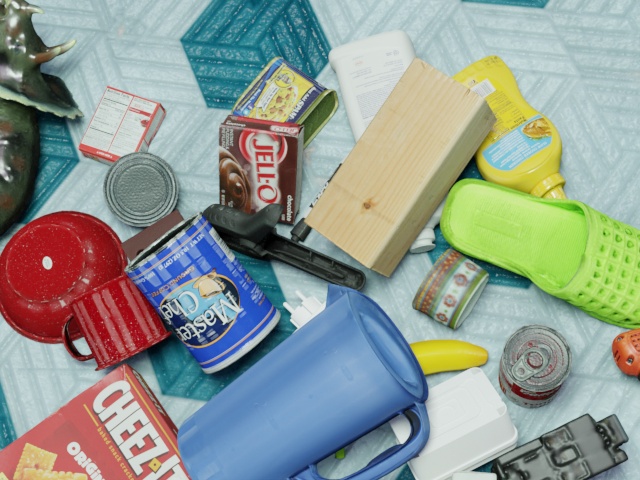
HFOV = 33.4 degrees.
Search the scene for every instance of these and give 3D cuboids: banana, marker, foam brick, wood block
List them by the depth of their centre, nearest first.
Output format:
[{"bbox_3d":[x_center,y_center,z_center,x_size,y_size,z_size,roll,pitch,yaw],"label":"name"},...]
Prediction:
[{"bbox_3d":[0.085,-0.075,1.122,0.091,0.090,0.206,36,94,20],"label":"wood block"},{"bbox_3d":[0.081,0.151,1.138,0.198,0.037,0.069,-33,92,-3],"label":"banana"},{"bbox_3d":[-0.176,0.012,1.206,0.078,0.051,0.053,-33,70,-4],"label":"foam brick"},{"bbox_3d":[0.004,-0.048,1.221,0.020,0.020,0.121,32,78,16],"label":"marker"}]

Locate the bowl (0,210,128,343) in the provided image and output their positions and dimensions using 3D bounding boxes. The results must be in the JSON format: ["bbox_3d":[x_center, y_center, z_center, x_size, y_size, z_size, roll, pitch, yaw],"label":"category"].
[{"bbox_3d":[-0.304,0.033,1.214,0.162,0.055,0.162,-2,71,6],"label":"bowl"}]

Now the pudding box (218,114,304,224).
[{"bbox_3d":[-0.066,-0.080,1.196,0.090,0.113,0.039,9,33,11],"label":"pudding box"}]

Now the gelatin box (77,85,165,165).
[{"bbox_3d":[-0.236,-0.132,1.274,0.073,0.030,0.089,19,76,14],"label":"gelatin box"}]

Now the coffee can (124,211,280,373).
[{"bbox_3d":[-0.124,0.055,1.129,0.102,0.103,0.140,-38,100,-6],"label":"coffee can"}]

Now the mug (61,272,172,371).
[{"bbox_3d":[-0.229,0.089,1.156,0.117,0.093,0.081,-25,92,17],"label":"mug"}]

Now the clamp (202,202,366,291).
[{"bbox_3d":[-0.058,0.001,1.162,0.210,0.164,0.036,8,66,50],"label":"clamp"}]

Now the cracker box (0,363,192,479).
[{"bbox_3d":[-0.243,0.258,1.120,0.213,0.072,0.164,-36,72,-6],"label":"cracker box"}]

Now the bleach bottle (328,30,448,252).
[{"bbox_3d":[0.082,-0.107,1.209,0.103,0.068,0.251,-15,74,14],"label":"bleach bottle"}]

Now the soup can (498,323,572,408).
[{"bbox_3d":[0.217,0.130,1.089,0.068,0.102,0.068,-2,71,6],"label":"soup can"}]

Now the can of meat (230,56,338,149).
[{"bbox_3d":[-0.043,-0.152,1.243,0.084,0.057,0.102,36,79,18],"label":"can of meat"}]

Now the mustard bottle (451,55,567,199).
[{"bbox_3d":[0.213,-0.111,1.195,0.096,0.058,0.192,-33,70,-3],"label":"mustard bottle"}]

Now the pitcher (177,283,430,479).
[{"bbox_3d":[-0.017,0.174,1.066,0.243,0.145,0.149,-37,28,14],"label":"pitcher"}]

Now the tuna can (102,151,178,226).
[{"bbox_3d":[-0.205,-0.059,1.227,0.086,0.034,0.086,0,93,-6],"label":"tuna can"}]
